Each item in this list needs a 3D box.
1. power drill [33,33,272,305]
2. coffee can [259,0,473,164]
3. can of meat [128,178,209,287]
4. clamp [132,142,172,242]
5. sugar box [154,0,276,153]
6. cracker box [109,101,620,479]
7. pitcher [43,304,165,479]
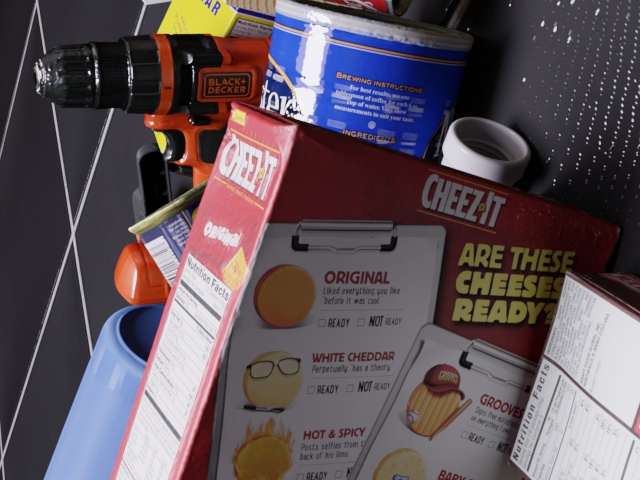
[{"bbox_3d":[-0.100,-0.049,0.725,0.057,0.184,0.188,-125,37,-53],"label":"power drill"},{"bbox_3d":[0.015,-0.048,0.561,0.103,0.102,0.140,38,120,60],"label":"coffee can"},{"bbox_3d":[-0.054,0.001,0.668,0.058,0.101,0.084,-22,101,51],"label":"can of meat"},{"bbox_3d":[-0.133,-0.004,0.905,0.171,0.039,0.120,128,131,-74],"label":"clamp"},{"bbox_3d":[-0.076,-0.154,0.773,0.176,0.048,0.093,-59,41,36],"label":"sugar box"},{"bbox_3d":[0.011,0.067,0.447,0.072,0.164,0.214,31,105,59],"label":"cracker box"},{"bbox_3d":[-0.145,0.169,0.843,0.149,0.144,0.243,47,124,41],"label":"pitcher"}]
